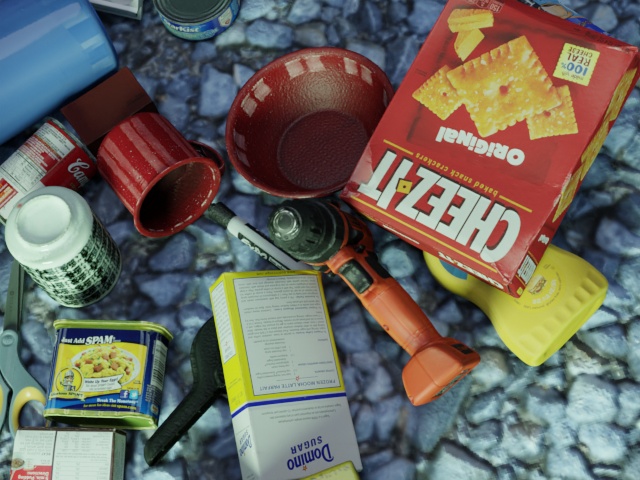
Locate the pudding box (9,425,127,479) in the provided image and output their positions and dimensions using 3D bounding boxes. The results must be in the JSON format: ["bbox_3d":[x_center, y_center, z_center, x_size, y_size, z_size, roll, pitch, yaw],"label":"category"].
[{"bbox_3d":[-0.212,0.212,0.887,0.090,0.039,0.113,0,75,5],"label":"pudding box"}]

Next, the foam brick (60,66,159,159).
[{"bbox_3d":[-0.199,-0.118,1.030,0.078,0.051,0.053,-34,67,-7],"label":"foam brick"}]

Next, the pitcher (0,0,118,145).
[{"bbox_3d":[-0.328,-0.162,1.029,0.242,0.145,0.149,-31,105,-10],"label":"pitcher"}]

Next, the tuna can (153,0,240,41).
[{"bbox_3d":[-0.125,-0.246,1.085,0.086,0.034,0.086,-3,66,7],"label":"tuna can"}]

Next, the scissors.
[{"bbox_3d":[-0.264,0.102,0.961,0.096,0.016,0.201,12,69,11],"label":"scissors"}]

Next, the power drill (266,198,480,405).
[{"bbox_3d":[0.043,0.044,0.863,0.057,0.184,0.188,-42,74,12],"label":"power drill"}]

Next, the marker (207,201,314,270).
[{"bbox_3d":[-0.056,0.001,0.974,0.121,0.020,0.020,36,75,21],"label":"marker"}]

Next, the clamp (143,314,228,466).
[{"bbox_3d":[-0.068,0.127,0.911,0.120,0.039,0.171,20,68,-2],"label":"clamp"}]

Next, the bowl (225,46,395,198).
[{"bbox_3d":[-0.004,-0.098,0.985,0.162,0.055,0.162,-6,62,12],"label":"bowl"}]

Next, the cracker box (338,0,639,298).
[{"bbox_3d":[0.138,-0.086,0.874,0.164,0.072,0.213,28,88,23],"label":"cracker box"}]

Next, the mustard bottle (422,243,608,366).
[{"bbox_3d":[0.146,0.011,0.920,0.096,0.058,0.192,-44,67,-6],"label":"mustard bottle"}]

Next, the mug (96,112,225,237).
[{"bbox_3d":[-0.143,-0.067,0.986,0.117,0.093,0.082,-21,55,-36],"label":"mug"}]

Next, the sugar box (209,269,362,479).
[{"bbox_3d":[-0.031,0.113,0.881,0.093,0.048,0.176,-1,70,-26],"label":"sugar box"}]

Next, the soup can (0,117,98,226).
[{"bbox_3d":[-0.266,-0.057,1.003,0.068,0.068,0.102,39,77,21],"label":"soup can"}]

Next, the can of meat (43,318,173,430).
[{"bbox_3d":[-0.184,0.116,0.921,0.102,0.057,0.084,1,69,9],"label":"can of meat"}]
